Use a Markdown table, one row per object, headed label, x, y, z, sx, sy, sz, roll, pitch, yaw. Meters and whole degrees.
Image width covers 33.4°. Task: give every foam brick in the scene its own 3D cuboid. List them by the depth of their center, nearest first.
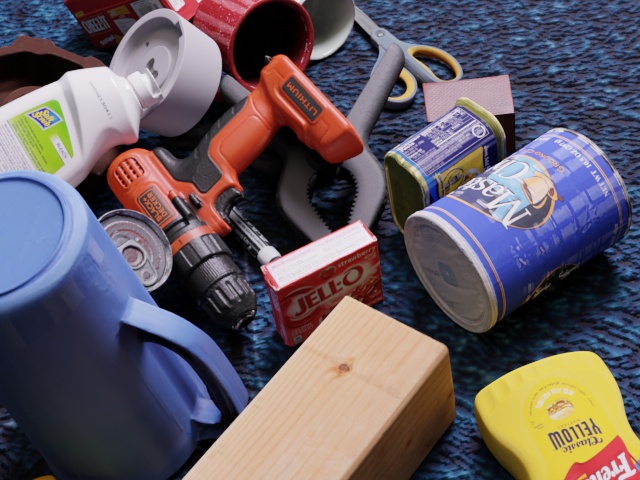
| label | x | y | z | sx | sy | sz | roll | pitch | yaw |
| --- | --- | --- | --- | --- | --- | --- | --- | --- | --- |
| foam brick | 0.131 | -0.107 | 0.942 | 0.078 | 0.051 | 0.053 | -4 | 49 | 7 |

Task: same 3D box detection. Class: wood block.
| label | x | y | z | sx | sy | sz | roll | pitch | yaw |
| --- | --- | --- | --- | --- | --- | --- | --- | --- | --- |
| wood block | -0.005 | 0.149 | 0.711 | 0.091 | 0.090 | 0.205 | 26 | 58 | 30 |

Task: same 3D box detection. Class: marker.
| label | x | y | z | sx | sy | sz | roll | pitch | yaw |
| --- | --- | --- | --- | --- | --- | --- | --- | --- | --- |
| marker | -0.056 | 0.001 | 0.901 | 0.020 | 0.020 | 0.121 | -32 | 50 | -18 |

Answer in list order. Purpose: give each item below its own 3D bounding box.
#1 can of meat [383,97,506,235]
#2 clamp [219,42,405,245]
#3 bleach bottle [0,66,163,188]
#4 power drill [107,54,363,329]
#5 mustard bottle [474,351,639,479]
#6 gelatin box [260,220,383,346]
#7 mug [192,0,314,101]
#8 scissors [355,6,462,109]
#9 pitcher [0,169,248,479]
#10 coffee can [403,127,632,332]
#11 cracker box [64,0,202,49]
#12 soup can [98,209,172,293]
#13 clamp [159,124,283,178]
| label | x | y | z | sx | sy | sz | roll | pitch | yaw |
| --- | --- | --- | --- | --- | --- | --- | --- | --- | --- |
| can of meat | 0.101 | -0.050 | 0.864 | 0.083 | 0.102 | 0.057 | -35 | 51 | -17 |
| clamp | 0.015 | -0.074 | 0.903 | 0.164 | 0.036 | 0.210 | -17 | 66 | 1 |
| bleach bottle | -0.241 | -0.061 | 0.876 | 0.250 | 0.102 | 0.068 | -30 | 7 | -7 |
| power drill | -0.059 | -0.044 | 0.857 | 0.187 | 0.057 | 0.184 | -39 | 69 | -2 |
| mustard bottle | 0.178 | 0.164 | 0.685 | 0.096 | 0.058 | 0.192 | -18 | 48 | -6 |
| gelatin box | 0.003 | 0.034 | 0.823 | 0.089 | 0.073 | 0.030 | -26 | 50 | -14 |
| mug | -0.073 | -0.181 | 0.993 | 0.082 | 0.093 | 0.117 | 35 | 90 | 46 |
| scissors | 0.051 | -0.186 | 1.052 | 0.096 | 0.016 | 0.202 | -38 | 53 | -22 |
| pitcher | -0.156 | 0.066 | 0.709 | 0.149 | 0.243 | 0.145 | -32 | 55 | -11 |
| coffee can | 0.150 | -0.009 | 0.815 | 0.140 | 0.103 | 0.103 | -31 | 50 | -18 |
| cracker box | -0.141 | -0.295 | 1.106 | 0.164 | 0.072 | 0.213 | -1 | 42 | 49 |
| soup can | -0.169 | 0.027 | 0.832 | 0.068 | 0.102 | 0.068 | 18 | 56 | -30 |
| clamp | -0.062 | -0.094 | 0.974 | 0.120 | 0.039 | 0.172 | -39 | 49 | -22 |
